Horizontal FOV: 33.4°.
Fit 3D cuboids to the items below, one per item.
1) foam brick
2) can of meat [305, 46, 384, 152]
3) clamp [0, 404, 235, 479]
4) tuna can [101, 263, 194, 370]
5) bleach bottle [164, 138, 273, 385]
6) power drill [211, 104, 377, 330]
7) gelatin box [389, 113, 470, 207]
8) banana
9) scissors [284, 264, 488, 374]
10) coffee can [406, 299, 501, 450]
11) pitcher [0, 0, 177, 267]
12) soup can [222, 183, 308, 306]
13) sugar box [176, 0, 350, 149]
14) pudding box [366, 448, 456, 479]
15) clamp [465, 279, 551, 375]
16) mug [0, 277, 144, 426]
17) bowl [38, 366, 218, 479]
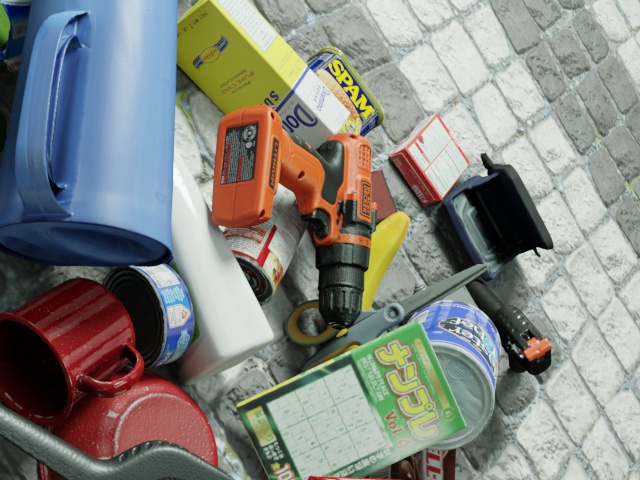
[{"bbox_3d":[0.028,-0.031,1.066,0.052,0.078,0.051,-15,82,-48],"label":"foam brick"},{"bbox_3d":[0.005,-0.137,1.107,0.102,0.058,0.083,53,48,-11],"label":"can of meat"},{"bbox_3d":[-0.152,0.184,0.764,0.209,0.036,0.164,-8,92,-21],"label":"clamp"},{"bbox_3d":[-0.141,0.060,0.861,0.033,0.086,0.086,-11,80,-46],"label":"tuna can"},{"bbox_3d":[-0.128,-0.009,0.908,0.067,0.103,0.251,-20,80,-33],"label":"bleach bottle"},{"bbox_3d":[-0.017,-0.025,0.932,0.187,0.057,0.184,24,63,-54],"label":"power drill"},{"bbox_3d":[0.125,-0.092,1.217,0.073,0.030,0.089,54,46,-13],"label":"gelatin box"},{"bbox_3d":[0.041,0.068,1.026,0.037,0.070,0.198,24,74,-63],"label":"banana"},{"bbox_3d":[0.050,0.059,0.992,0.096,0.202,0.016,48,6,15],"label":"scissors"},{"bbox_3d":[0.118,0.125,1.021,0.103,0.103,0.140,59,17,-5],"label":"coffee can"},{"bbox_3d":[-0.170,-0.107,0.795,0.144,0.149,0.243,13,72,-33],"label":"pitcher"},{"bbox_3d":[-0.056,0.001,0.979,0.068,0.069,0.102,43,48,-20],"label":"soup can"},{"bbox_3d":[-0.064,-0.155,1.023,0.176,0.094,0.048,47,47,-17],"label":"sugar box"},{"bbox_3d":[0.089,0.224,1.036,0.090,0.039,0.113,29,54,-31],"label":"pudding box"},{"bbox_3d":[0.202,0.094,1.140,0.039,0.171,0.120,-38,88,-5],"label":"clamp"},{"bbox_3d":[-0.184,0.082,0.797,0.081,0.117,0.093,-37,137,-50],"label":"mug"},{"bbox_3d":[-0.136,0.171,0.839,0.161,0.055,0.162,19,60,-36],"label":"bowl"}]
